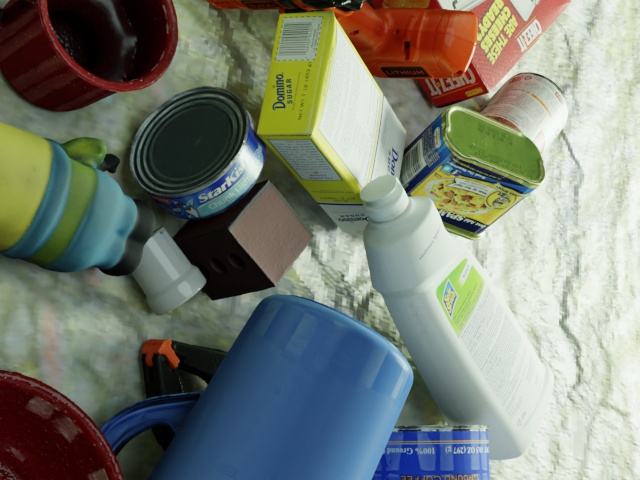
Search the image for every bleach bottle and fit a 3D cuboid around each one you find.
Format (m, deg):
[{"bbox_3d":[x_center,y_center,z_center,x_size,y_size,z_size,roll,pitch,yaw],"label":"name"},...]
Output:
[{"bbox_3d":[0.098,0.051,0.803,0.250,0.068,0.102,59,42,-31],"label":"bleach bottle"}]

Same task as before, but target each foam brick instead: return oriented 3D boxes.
[{"bbox_3d":[-0.055,0.001,0.715,0.053,0.078,0.051,50,55,-19],"label":"foam brick"}]

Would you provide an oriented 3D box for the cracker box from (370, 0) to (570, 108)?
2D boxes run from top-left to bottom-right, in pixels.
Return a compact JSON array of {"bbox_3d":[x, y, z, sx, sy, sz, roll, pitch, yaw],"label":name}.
[{"bbox_3d":[0.105,-0.246,0.902,0.164,0.072,0.213,-47,112,-35],"label":"cracker box"}]

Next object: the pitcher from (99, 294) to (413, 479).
[{"bbox_3d":[-0.052,0.153,0.630,0.149,0.145,0.242,40,70,-33],"label":"pitcher"}]

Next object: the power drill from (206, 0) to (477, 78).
[{"bbox_3d":[0.031,-0.169,0.763,0.187,0.185,0.057,18,86,-46],"label":"power drill"}]

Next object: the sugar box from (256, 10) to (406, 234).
[{"bbox_3d":[0.013,-0.077,0.760,0.176,0.048,0.093,51,46,-62],"label":"sugar box"}]

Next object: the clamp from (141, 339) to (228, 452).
[{"bbox_3d":[-0.064,0.139,0.707,0.171,0.039,0.120,44,55,-21],"label":"clamp"}]

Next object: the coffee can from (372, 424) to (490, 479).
[{"bbox_3d":[0.072,0.204,0.765,0.102,0.103,0.140,8,77,-39],"label":"coffee can"}]

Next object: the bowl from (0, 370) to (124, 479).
[{"bbox_3d":[-0.184,0.150,0.555,0.161,0.055,0.162,10,68,-26],"label":"bowl"}]

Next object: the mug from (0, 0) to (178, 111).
[{"bbox_3d":[-0.157,-0.130,0.650,0.117,0.082,0.093,18,70,-37],"label":"mug"}]

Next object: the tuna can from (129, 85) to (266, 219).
[{"bbox_3d":[-0.079,-0.057,0.698,0.033,0.086,0.086,53,49,-51],"label":"tuna can"}]

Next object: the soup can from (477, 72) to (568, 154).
[{"bbox_3d":[0.163,-0.093,0.923,0.102,0.069,0.068,-46,111,-36],"label":"soup can"}]

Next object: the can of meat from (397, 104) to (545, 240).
[{"bbox_3d":[0.114,-0.053,0.846,0.102,0.084,0.057,19,52,-24],"label":"can of meat"}]
